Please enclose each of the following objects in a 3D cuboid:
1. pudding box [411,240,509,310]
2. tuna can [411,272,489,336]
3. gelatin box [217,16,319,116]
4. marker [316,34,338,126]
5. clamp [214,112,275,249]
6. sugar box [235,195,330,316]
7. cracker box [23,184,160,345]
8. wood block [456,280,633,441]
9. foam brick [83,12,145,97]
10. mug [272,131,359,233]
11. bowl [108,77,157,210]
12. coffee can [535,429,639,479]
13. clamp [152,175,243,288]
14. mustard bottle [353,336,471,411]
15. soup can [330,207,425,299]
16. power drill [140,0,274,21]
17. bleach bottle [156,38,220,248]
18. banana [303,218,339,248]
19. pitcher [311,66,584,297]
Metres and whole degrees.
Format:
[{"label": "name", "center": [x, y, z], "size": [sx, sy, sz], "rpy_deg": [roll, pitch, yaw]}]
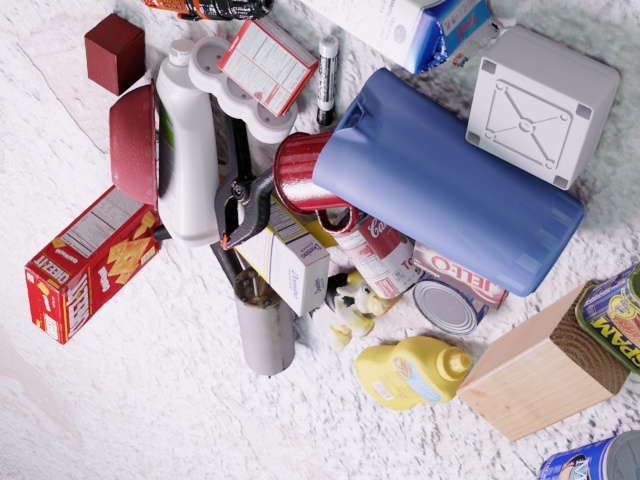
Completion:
[{"label": "pudding box", "center": [0.158, 0.016, 1.148], "size": [0.113, 0.039, 0.090], "rpy_deg": [31, 148, 17]}, {"label": "tuna can", "center": [0.150, 0.068, 1.228], "size": [0.086, 0.033, 0.086], "rpy_deg": [29, 147, 21]}, {"label": "gelatin box", "center": [-0.054, -0.185, 1.122], "size": [0.089, 0.030, 0.073], "rpy_deg": [40, 128, 2]}, {"label": "marker", "center": [0.006, -0.163, 1.112], "size": [0.020, 0.020, 0.121], "rpy_deg": [30, 148, 19]}, {"label": "clamp", "center": [-0.090, -0.071, 1.254], "size": [0.120, 0.039, 0.172], "rpy_deg": [48, 124, 28]}, {"label": "sugar box", "center": [-0.058, 0.002, 1.311], "size": [0.176, 0.048, 0.093], "rpy_deg": [43, 145, 29]}, {"label": "cracker box", "center": [-0.318, 0.027, 1.521], "size": [0.072, 0.213, 0.164], "rpy_deg": [34, 148, 12]}, {"label": "wood block", "center": [0.246, 0.136, 1.151], "size": [0.090, 0.090, 0.206], "rpy_deg": [41, 149, 0]}, {"label": "foam brick", "center": [-0.248, -0.223, 1.286], "size": [0.051, 0.053, 0.078], "rpy_deg": [33, 148, 14]}, {"label": "mug", "center": [0.012, -0.064, 1.154], "size": [0.082, 0.093, 0.117], "rpy_deg": [-3, 100, 44]}, {"label": "bowl", "center": [-0.228, -0.116, 1.299], "size": [0.055, 0.162, 0.162], "rpy_deg": [-2, 146, -9]}, {"label": "coffee can", "center": [0.329, 0.282, 1.230], "size": [0.103, 0.102, 0.140], "rpy_deg": [43, 149, -3]}, {"label": "clamp", "center": [-0.163, -0.022, 1.458], "size": [0.165, 0.036, 0.210], "rpy_deg": [28, 145, 15]}, {"label": "mustard bottle", "center": [0.126, 0.166, 1.353], "size": [0.096, 0.058, 0.192], "rpy_deg": [49, 149, -10]}, {"label": "soup can", "center": [0.066, 0.009, 1.213], "size": [0.069, 0.068, 0.102], "rpy_deg": [-12, 121, 53]}, {"label": "power drill", "center": [-0.140, -0.303, 1.062], "size": [0.185, 0.057, 0.187], "rpy_deg": [15, 140, 37]}, {"label": "bleach bottle", "center": [-0.157, -0.118, 1.271], "size": [0.103, 0.068, 0.251], "rpy_deg": [50, 147, 42]}, {"label": "banana", "center": [-0.004, 0.011, 1.324], "size": [0.069, 0.037, 0.198], "rpy_deg": [49, 148, -8]}, {"label": "pitcher", "center": [0.125, -0.051, 1.034], "size": [0.243, 0.149, 0.145], "rpy_deg": [33, 133, 8]}]
